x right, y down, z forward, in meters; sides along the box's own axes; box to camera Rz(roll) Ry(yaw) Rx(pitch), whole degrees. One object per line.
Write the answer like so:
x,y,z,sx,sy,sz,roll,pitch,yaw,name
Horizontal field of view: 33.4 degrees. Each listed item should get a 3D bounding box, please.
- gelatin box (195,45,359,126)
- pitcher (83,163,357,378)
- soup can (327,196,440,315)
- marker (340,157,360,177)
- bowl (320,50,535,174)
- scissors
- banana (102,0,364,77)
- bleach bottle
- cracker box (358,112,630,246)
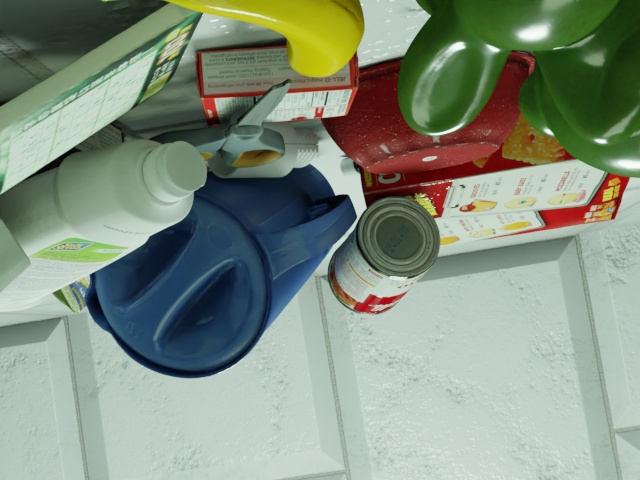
-0.024,-0.090,0.612,0.089,0.030,0.073,-5,175,-3,gelatin box
-0.055,0.001,0.816,0.149,0.145,0.242,26,-160,9,pitcher
0.049,0.013,0.844,0.068,0.068,0.102,-7,162,-15,soup can
0.071,-0.078,0.961,0.121,0.020,0.020,-13,173,35,marker
0.073,-0.082,0.733,0.162,0.055,0.162,-8,174,-1,bowl
-0.061,-0.062,0.605,0.096,0.016,0.202,-5,175,0,scissors
-0.017,-0.103,0.474,0.070,0.037,0.197,3,179,23,banana
-0.153,-0.010,0.658,0.251,0.068,0.102,-18,168,42,bleach bottle
0.143,-0.058,0.886,0.214,0.072,0.164,-8,161,5,cracker box
